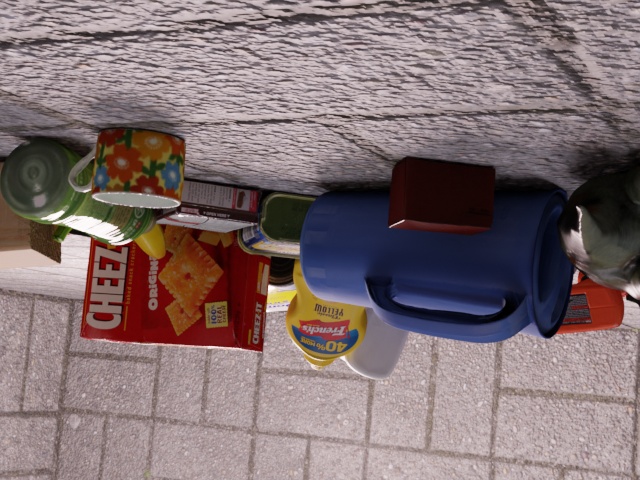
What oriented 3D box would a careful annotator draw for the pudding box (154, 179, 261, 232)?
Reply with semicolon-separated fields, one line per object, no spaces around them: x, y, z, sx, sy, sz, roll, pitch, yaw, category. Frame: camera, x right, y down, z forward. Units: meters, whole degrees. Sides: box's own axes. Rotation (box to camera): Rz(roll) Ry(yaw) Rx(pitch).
-0.121;-0.034;1.105;0.090;0.039;0.114;7;175;-21;pudding box

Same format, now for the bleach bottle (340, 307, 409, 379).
0.035;0.111;1.414;0.068;0.102;0.251;25;175;-19;bleach bottle

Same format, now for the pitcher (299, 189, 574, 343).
0.102;0.018;0.987;0.243;0.145;0.149;4;174;28;pitcher

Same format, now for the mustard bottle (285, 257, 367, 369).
0.009;0.086;1.246;0.096;0.058;0.192;11;135;0;mustard bottle

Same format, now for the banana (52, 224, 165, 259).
-0.217;-0.024;1.129;0.037;0.069;0.197;20;-178;26;banana

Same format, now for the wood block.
-0.368;-0.019;1.046;0.206;0.090;0.091;-4;169;5;wood block

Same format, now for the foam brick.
0.099;-0.035;0.884;0.078;0.053;0.051;6;173;-11;foam brick

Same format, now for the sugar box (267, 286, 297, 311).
-0.073;0.061;1.448;0.093;0.048;0.176;-4;162;-2;sugar box

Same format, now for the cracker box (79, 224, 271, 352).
-0.168;0.042;1.246;0.214;0.164;0.072;2;171;21;cracker box

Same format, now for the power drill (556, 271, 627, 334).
0.359;0.057;1.258;0.185;0.057;0.187;-13;-178;43;power drill

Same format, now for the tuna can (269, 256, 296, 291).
-0.042;0.016;1.271;0.086;0.086;0.033;2;172;21;tuna can

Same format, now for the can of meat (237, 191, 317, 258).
-0.028;-0.015;1.123;0.102;0.057;0.084;6;171;-18;can of meat
